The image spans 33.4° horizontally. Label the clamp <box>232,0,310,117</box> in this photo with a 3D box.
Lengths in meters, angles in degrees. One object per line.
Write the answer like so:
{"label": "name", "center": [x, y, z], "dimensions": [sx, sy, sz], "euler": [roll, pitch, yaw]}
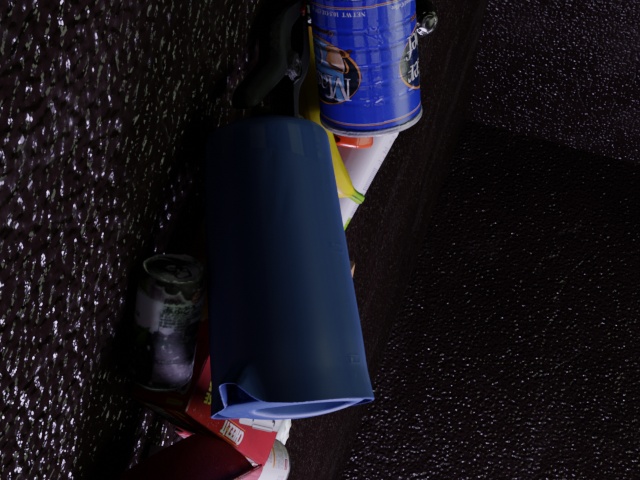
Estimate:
{"label": "clamp", "center": [-0.035, -0.150, 0.994], "dimensions": [0.120, 0.039, 0.171], "euler": [71, 28, -51]}

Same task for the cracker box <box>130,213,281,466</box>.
{"label": "cracker box", "center": [-0.077, 0.082, 1.007], "dimensions": [0.164, 0.072, 0.213], "euler": [50, 55, -53]}

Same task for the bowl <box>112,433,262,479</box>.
{"label": "bowl", "center": [-0.133, 0.214, 0.930], "dimensions": [0.162, 0.055, 0.162], "euler": [-30, 171, -6]}

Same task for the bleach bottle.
{"label": "bleach bottle", "center": [0.016, -0.044, 1.285], "dimensions": [0.251, 0.068, 0.102], "euler": [-65, 172, 4]}

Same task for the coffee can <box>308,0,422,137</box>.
{"label": "coffee can", "center": [0.044, -0.184, 1.031], "dimensions": [0.102, 0.103, 0.140], "euler": [-60, 149, -54]}

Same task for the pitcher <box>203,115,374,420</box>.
{"label": "pitcher", "center": [-0.029, 0.027, 0.894], "dimensions": [0.149, 0.145, 0.243], "euler": [124, -39, -74]}

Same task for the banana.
{"label": "banana", "center": [-0.004, -0.127, 1.116], "dimensions": [0.069, 0.037, 0.198], "euler": [-26, 102, -69]}
